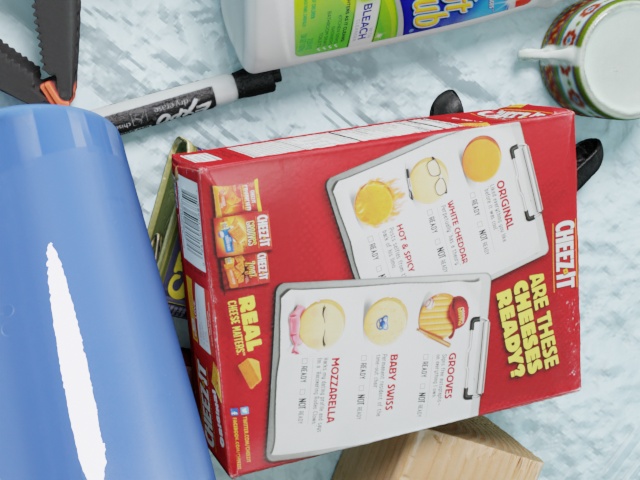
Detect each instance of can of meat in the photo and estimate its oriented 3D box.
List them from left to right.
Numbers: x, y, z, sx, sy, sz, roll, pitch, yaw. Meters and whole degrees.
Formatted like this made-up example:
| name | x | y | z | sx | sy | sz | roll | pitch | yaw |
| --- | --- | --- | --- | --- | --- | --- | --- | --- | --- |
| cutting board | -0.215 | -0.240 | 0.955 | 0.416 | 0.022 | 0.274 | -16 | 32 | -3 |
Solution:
| name | x | y | z | sx | sy | sz | roll | pitch | yaw |
| --- | --- | --- | --- | --- | --- | --- | --- | --- | --- |
| can of meat | -0.054 | 0.001 | 0.615 | 0.083 | 0.057 | 0.102 | 15 | 96 | -20 |

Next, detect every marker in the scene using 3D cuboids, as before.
| name | x | y | z | sx | sy | sz | roll | pitch | yaw |
| --- | --- | --- | --- | --- | --- | --- | --- | --- | --- |
| marker | -0.080 | -0.080 | 0.612 | 0.121 | 0.020 | 0.020 | -17 | 104 | -11 |

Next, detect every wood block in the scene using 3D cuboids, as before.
| name | x | y | z | sx | sy | sz | roll | pitch | yaw |
| --- | --- | --- | --- | --- | --- | --- | --- | --- | --- |
| wood block | 0.045 | 0.205 | 0.660 | 0.090 | 0.090 | 0.206 | 20 | 94 | -18 |

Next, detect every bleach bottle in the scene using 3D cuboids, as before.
| name | x | y | z | sx | sy | sz | roll | pitch | yaw |
| --- | --- | --- | --- | --- | --- | --- | --- | --- | --- |
| bleach bottle | 0.070 | -0.165 | 0.600 | 0.250 | 0.068 | 0.103 | -14 | 145 | -13 |

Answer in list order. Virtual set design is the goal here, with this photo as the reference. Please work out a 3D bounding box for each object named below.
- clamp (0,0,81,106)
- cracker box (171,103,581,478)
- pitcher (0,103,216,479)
| name | x | y | z | sx | sy | sz | roll | pitch | yaw |
| --- | --- | --- | --- | --- | --- | --- | --- | --- | --- |
| clamp | -0.181 | -0.165 | 0.553 | 0.164 | 0.036 | 0.210 | -34 | 108 | 9 |
| cracker box | 0.033 | 0.020 | 0.582 | 0.213 | 0.072 | 0.164 | -11 | 106 | -21 |
| pitcher | -0.140 | 0.064 | 0.532 | 0.149 | 0.145 | 0.243 | -6 | 72 | -29 |
